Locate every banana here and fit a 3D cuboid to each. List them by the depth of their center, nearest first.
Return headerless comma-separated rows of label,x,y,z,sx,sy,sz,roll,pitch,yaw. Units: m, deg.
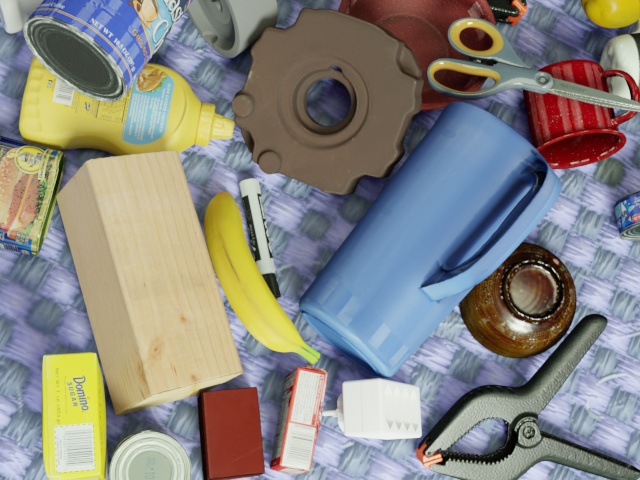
banana,-0.067,0.027,0.945,0.037,0.069,0.198,-35,61,12

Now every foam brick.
foam brick,-0.080,0.171,0.941,0.051,0.053,0.078,-4,76,-10

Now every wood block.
wood block,-0.151,0.035,0.932,0.090,0.091,0.206,-10,77,-35

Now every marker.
marker,-0.057,0.001,1.004,0.020,0.020,0.121,-9,78,-11

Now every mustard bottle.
mustard bottle,-0.176,-0.121,0.995,0.191,0.058,0.096,10,70,-6

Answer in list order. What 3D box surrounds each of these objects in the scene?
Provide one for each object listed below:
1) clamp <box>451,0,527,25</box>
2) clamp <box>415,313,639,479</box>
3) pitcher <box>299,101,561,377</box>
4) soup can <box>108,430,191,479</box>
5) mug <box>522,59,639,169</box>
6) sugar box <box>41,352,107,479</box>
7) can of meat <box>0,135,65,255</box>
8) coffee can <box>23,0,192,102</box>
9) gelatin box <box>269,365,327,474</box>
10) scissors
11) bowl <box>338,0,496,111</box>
clamp,0.148,-0.295,1.101,0.171,0.039,0.120,35,78,-4
clamp,0.194,0.179,0.982,0.210,0.036,0.164,-23,97,-6
pitcher,0.099,0.004,0.960,0.145,0.149,0.242,37,79,16
soup can,-0.144,0.197,0.898,0.068,0.102,0.068,2,75,-9
mug,0.254,-0.128,1.040,0.093,0.117,0.081,13,63,-48
sugar box,-0.195,0.148,0.864,0.048,0.176,0.093,-2,77,-8
can of meat,-0.283,-0.042,0.961,0.084,0.057,0.102,14,75,-8
coffee can,-0.179,-0.208,0.941,0.103,0.103,0.140,31,66,-1
gelatin box,-0.019,0.159,0.942,0.030,0.073,0.089,13,74,-7
scissors,0.202,-0.167,1.011,0.202,0.016,0.096,2,68,3
bowl,0.091,-0.195,1.057,0.162,0.055,0.162,2,76,-8
